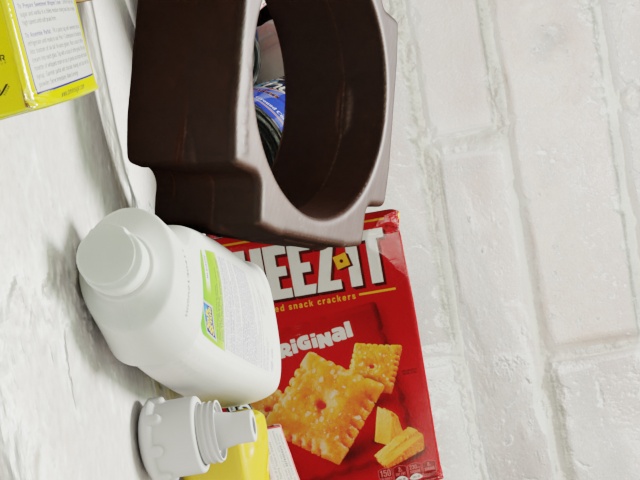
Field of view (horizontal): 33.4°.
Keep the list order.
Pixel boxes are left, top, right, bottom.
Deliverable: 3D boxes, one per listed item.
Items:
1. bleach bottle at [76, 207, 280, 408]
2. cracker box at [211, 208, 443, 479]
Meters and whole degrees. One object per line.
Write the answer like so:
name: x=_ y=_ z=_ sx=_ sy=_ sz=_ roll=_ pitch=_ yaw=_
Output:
bleach bottle: x=-0.080 y=0.032 z=0.605 sx=0.250 sy=0.068 sz=0.102 roll=60 pitch=17 yaw=-72
cracker box: x=-0.002 y=0.092 z=0.834 sx=0.072 sy=0.164 sz=0.214 roll=-22 pitch=103 yaw=-88
